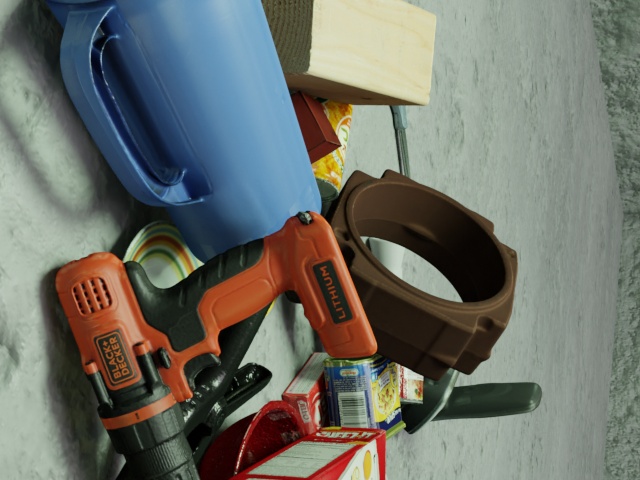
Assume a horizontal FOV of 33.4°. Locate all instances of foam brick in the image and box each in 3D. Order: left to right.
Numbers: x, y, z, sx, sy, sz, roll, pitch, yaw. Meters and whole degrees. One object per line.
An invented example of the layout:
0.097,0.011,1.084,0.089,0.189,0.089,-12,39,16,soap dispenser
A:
-0.020,-0.098,0.974,0.053,0.051,0.078,62,11,5,foam brick

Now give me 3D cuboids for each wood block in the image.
0.013,-0.176,0.946,0.205,0.091,0.090,2,92,-57,wood block

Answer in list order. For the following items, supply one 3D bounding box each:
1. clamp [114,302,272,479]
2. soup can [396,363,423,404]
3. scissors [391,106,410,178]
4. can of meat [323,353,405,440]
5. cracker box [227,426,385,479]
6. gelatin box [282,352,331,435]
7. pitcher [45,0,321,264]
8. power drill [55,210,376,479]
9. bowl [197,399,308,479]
-0.086,0.115,0.792,0.209,0.036,0.165,-49,160,-42,clamp
0.084,0.135,1.228,0.068,0.069,0.102,26,64,-65,soup can
0.094,-0.158,1.342,0.096,0.016,0.202,-4,92,-66,scissors
0.043,0.153,1.060,0.102,0.058,0.084,-8,93,-68,can of meat
-0.009,0.246,0.835,0.213,0.072,0.164,-4,95,-71,cracker box
-0.003,0.163,1.063,0.089,0.030,0.073,-49,133,-59,gelatin box
-0.087,-0.092,0.737,0.145,0.149,0.243,48,-16,52,pitcher
-0.062,0.073,0.708,0.057,0.187,0.184,-148,-143,-80,power drill
-0.060,0.213,0.886,0.162,0.055,0.162,-1,90,-68,bowl
